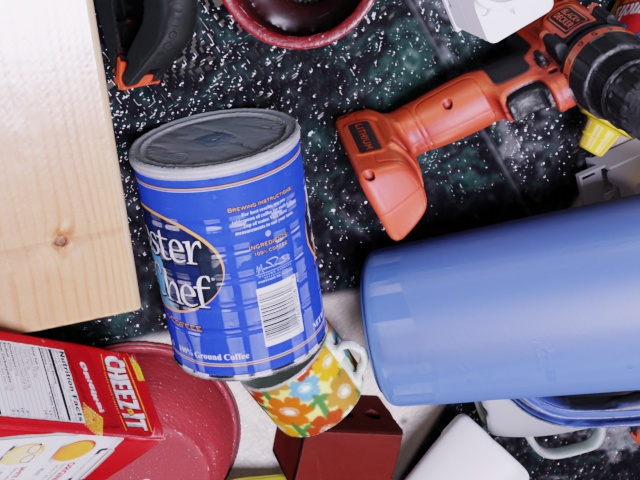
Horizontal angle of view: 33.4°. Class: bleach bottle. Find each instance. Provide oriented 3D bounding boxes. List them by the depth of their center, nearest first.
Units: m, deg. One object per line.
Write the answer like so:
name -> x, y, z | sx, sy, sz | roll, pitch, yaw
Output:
bleach bottle -> 0.045, 0.241, 0.785 | 0.251, 0.068, 0.102 | -47, 159, -2

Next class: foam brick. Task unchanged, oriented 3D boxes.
foam brick -> 0.012, 0.146, 0.772 | 0.078, 0.053, 0.051 | 6, 109, -21

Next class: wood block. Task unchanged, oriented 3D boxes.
wood block -> -0.166, -0.061, 0.605 | 0.090, 0.090, 0.206 | -11, 114, -16

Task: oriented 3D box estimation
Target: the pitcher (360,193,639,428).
pitcher -> 0.156, 0.051, 0.706 | 0.243, 0.145, 0.149 | -9, 76, 11

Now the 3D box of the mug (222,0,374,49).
mug -> -0.019, -0.162, 0.611 | 0.117, 0.081, 0.093 | 20, 103, 2

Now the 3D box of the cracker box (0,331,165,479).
cracker box -> -0.222, 0.115, 0.596 | 0.164, 0.072, 0.213 | -36, 151, 23

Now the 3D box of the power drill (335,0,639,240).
power drill -> 0.110, -0.074, 0.652 | 0.187, 0.184, 0.057 | -27, 118, 4

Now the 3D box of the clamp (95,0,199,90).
clamp -> -0.099, -0.171, 0.593 | 0.039, 0.120, 0.172 | -10, 135, -38

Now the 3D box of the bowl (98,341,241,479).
bowl -> -0.126, 0.152, 0.727 | 0.162, 0.055, 0.162 | -7, 114, -16

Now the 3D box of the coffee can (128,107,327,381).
coffee can -> -0.054, 0.001, 0.661 | 0.102, 0.103, 0.140 | -14, 116, -13
